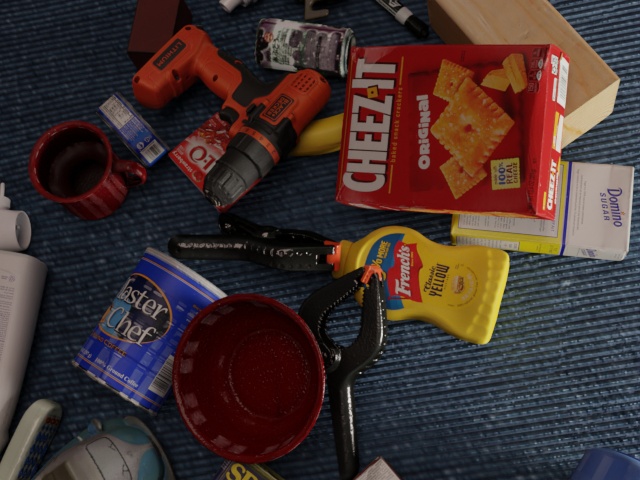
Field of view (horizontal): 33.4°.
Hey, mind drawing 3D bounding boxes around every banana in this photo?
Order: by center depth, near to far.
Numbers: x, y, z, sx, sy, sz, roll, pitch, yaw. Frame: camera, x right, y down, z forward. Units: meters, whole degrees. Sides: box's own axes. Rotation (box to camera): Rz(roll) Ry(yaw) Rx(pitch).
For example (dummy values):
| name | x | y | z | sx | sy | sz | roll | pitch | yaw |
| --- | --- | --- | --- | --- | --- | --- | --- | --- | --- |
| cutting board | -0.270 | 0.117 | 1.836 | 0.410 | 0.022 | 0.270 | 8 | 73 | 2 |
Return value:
| name | x | y | z | sx | sy | sz | roll | pitch | yaw |
| --- | --- | --- | --- | --- | --- | --- | --- | --- | --- |
| banana | 0.017 | -0.129 | 1.162 | 0.198 | 0.037 | 0.070 | -23 | 54 | 0 |

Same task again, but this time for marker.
| name | x | y | z | sx | sy | sz | roll | pitch | yaw |
| --- | --- | --- | --- | --- | --- | --- | --- | --- | --- |
| marker | 0.078 | -0.268 | 1.202 | 0.020 | 0.020 | 0.121 | -43 | 71 | -6 |

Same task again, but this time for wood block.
| name | x | y | z | sx | sy | sz | roll | pitch | yaw |
| --- | --- | --- | --- | --- | --- | --- | --- | --- | --- |
| wood block | 0.209 | -0.200 | 1.123 | 0.090 | 0.091 | 0.206 | -36 | 71 | -2 |

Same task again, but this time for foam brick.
| name | x | y | z | sx | sy | sz | roll | pitch | yaw |
| --- | --- | --- | --- | --- | --- | --- | --- | --- | --- |
| foam brick | -0.183 | -0.236 | 1.216 | 0.051 | 0.053 | 0.078 | 6 | 73 | 11 |

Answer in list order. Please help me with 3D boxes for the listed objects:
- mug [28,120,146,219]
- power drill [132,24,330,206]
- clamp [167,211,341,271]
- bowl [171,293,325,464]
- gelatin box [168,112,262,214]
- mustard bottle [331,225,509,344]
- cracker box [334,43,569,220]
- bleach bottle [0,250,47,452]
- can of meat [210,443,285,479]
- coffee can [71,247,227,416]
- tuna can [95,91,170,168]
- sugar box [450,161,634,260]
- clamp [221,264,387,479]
| name | x | y | z | sx | sy | sz | roll | pitch | yaw |
| --- | --- | --- | --- | --- | --- | --- | --- | --- | --- |
| mug | -0.246 | -0.072 | 1.159 | 0.117 | 0.081 | 0.093 | -3 | 72 | 8 |
| power drill | -0.109 | -0.139 | 1.139 | 0.188 | 0.057 | 0.184 | 33 | 68 | 22 |
| clamp | -0.057 | 0.001 | 1.091 | 0.171 | 0.120 | 0.039 | 9 | 114 | 12 |
| bowl | -0.061 | 0.132 | 1.035 | 0.162 | 0.055 | 0.162 | -1 | 87 | 23 |
| gelatin box | -0.110 | -0.085 | 1.169 | 0.073 | 0.030 | 0.089 | -41 | 71 | -5 |
| mustard bottle | 0.089 | 0.036 | 1.085 | 0.192 | 0.058 | 0.096 | 14 | 81 | 13 |
| cracker box | 0.127 | -0.108 | 1.054 | 0.214 | 0.072 | 0.164 | 5 | 88 | 28 |
| bleach bottle | -0.363 | 0.136 | 1.124 | 0.102 | 0.068 | 0.251 | 7 | 76 | 11 |
| can of meat | -0.068 | 0.263 | 1.041 | 0.102 | 0.057 | 0.084 | 34 | 84 | 18 |
| coffee can | -0.171 | 0.092 | 1.085 | 0.103 | 0.103 | 0.140 | 30 | 80 | 16 |
| tuna can | -0.205 | -0.120 | 1.166 | 0.033 | 0.086 | 0.086 | -43 | 72 | -4 |
| sugar box | 0.226 | -0.035 | 1.093 | 0.176 | 0.048 | 0.093 | 7 | 75 | 8 |
| clamp | -0.004 | 0.114 | 1.063 | 0.165 | 0.036 | 0.210 | 23 | 97 | 16 |
